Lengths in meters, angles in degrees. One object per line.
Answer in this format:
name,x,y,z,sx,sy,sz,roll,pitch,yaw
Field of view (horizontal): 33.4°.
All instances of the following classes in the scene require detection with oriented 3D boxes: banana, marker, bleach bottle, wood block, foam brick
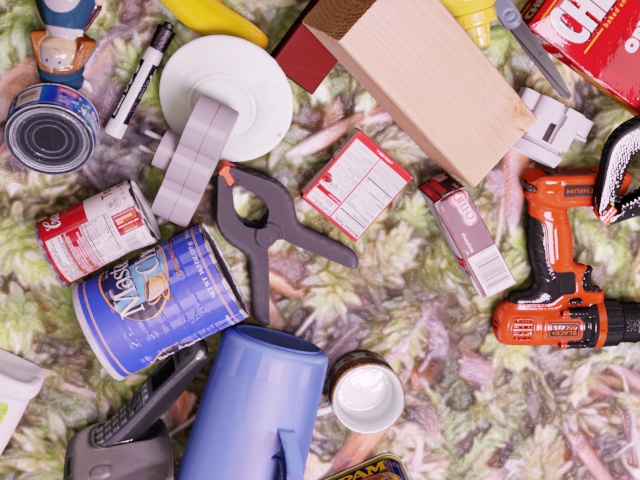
banana,-0.127,-0.248,0.997,0.069,0.037,0.198,-32,104,3
marker,-0.172,-0.154,1.022,0.020,0.020,0.121,28,98,-11
bleach bottle,-0.373,0.226,1.067,0.102,0.068,0.251,25,101,-10
wood block,0.093,-0.156,0.979,0.091,0.090,0.206,-48,122,1
foam brick,-0.008,-0.185,1.015,0.051,0.053,0.078,36,96,-12

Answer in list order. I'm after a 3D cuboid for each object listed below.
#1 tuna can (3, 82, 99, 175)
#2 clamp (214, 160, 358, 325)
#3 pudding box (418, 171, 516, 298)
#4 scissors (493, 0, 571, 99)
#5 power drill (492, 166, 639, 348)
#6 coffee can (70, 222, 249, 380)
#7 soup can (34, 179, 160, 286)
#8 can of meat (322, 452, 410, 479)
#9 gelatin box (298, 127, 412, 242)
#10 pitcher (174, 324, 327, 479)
tuna can,-0.252,-0.103,0.999,0.086,0.034,0.086,-2,132,-2
clamp,-0.057,0.001,1.060,0.120,0.039,0.171,-43,105,0
pudding box,0.143,-0.007,1.052,0.039,0.090,0.113,-27,105,2
scissors,0.158,-0.208,1.002,0.096,0.016,0.202,-19,74,13
power drill,0.271,0.020,1.087,0.184,0.057,0.188,-1,103,-6
coffee can,-0.154,0.059,1.030,0.140,0.103,0.103,-26,104,0
soup can,-0.213,-0.008,1.026,0.102,0.068,0.068,-25,104,0
can of meat,0.050,0.276,1.109,0.102,0.084,0.057,-23,104,0
gelatin box,0.035,-0.055,1.061,0.073,0.030,0.089,40,96,-14
pitcher,-0.068,0.215,1.048,0.149,0.145,0.243,16,94,14
